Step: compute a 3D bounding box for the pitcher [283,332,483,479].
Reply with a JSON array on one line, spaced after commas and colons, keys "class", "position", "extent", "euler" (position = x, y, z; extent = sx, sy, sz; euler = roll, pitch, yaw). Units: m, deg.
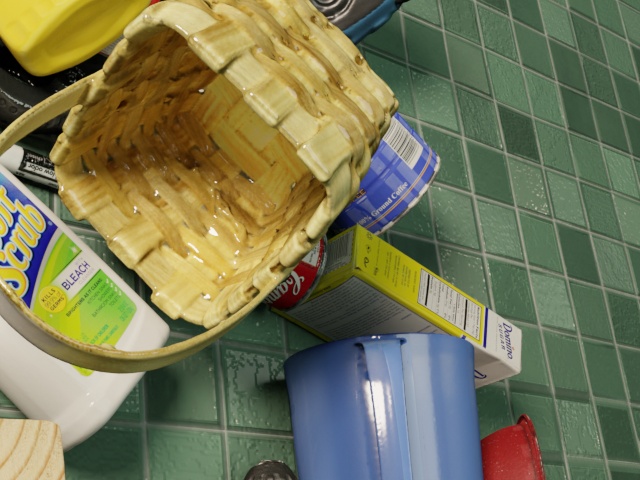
[{"class": "pitcher", "position": [0.049, 0.184, 0.694], "extent": [0.149, 0.145, 0.243], "euler": [15, 62, -42]}]

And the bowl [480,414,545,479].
[{"class": "bowl", "position": [0.129, 0.209, 0.780], "extent": [0.055, 0.162, 0.162], "euler": [-2, 62, 2]}]

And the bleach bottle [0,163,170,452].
[{"class": "bleach bottle", "position": [-0.204, 0.000, 0.607], "extent": [0.250, 0.068, 0.102], "euler": [47, 39, -12]}]

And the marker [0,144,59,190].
[{"class": "marker", "position": [-0.158, -0.038, 0.702], "extent": [0.120, 0.020, 0.020], "euler": [21, 55, -35]}]

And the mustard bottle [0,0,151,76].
[{"class": "mustard bottle", "position": [-0.198, -0.198, 0.691], "extent": [0.096, 0.058, 0.192], "euler": [-37, 67, -8]}]

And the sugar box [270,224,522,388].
[{"class": "sugar box", "position": [0.060, 0.060, 0.805], "extent": [0.176, 0.094, 0.048], "euler": [30, 50, -30]}]

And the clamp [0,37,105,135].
[{"class": "clamp", "position": [-0.168, -0.103, 0.715], "extent": [0.171, 0.039, 0.120], "euler": [28, 34, -28]}]

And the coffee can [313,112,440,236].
[{"class": "coffee can", "position": [0.009, -0.079, 0.823], "extent": [0.140, 0.103, 0.102], "euler": [45, 44, -17]}]
